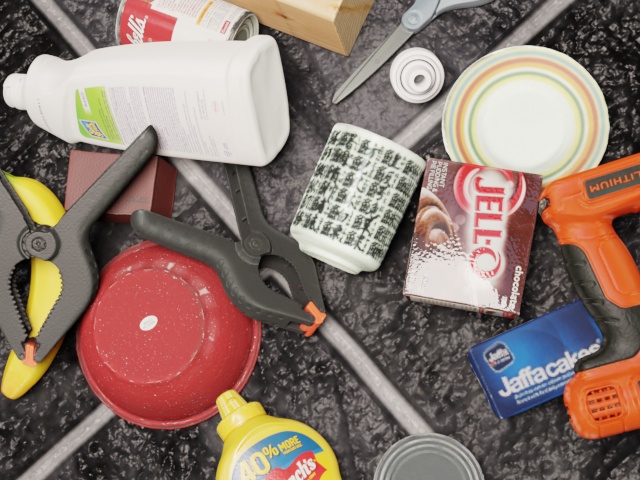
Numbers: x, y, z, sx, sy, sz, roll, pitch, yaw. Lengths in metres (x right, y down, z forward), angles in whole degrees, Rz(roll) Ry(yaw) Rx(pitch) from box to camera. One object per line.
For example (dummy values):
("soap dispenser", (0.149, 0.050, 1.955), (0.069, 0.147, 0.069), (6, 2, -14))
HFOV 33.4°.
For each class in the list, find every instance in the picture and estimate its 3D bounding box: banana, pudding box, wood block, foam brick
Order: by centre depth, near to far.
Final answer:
("pudding box", (0.118, -0.002, 0.825), (0.090, 0.039, 0.113), (9, 83, 12))
("banana", (-0.237, 0.033, 0.888), (0.069, 0.037, 0.198), (-4, 100, -14))
("wood block", (-0.058, -0.241, 0.890), (0.206, 0.090, 0.090), (23, 85, 12))
("foam brick", (-0.167, -0.043, 0.896), (0.078, 0.051, 0.053), (5, 82, 11))

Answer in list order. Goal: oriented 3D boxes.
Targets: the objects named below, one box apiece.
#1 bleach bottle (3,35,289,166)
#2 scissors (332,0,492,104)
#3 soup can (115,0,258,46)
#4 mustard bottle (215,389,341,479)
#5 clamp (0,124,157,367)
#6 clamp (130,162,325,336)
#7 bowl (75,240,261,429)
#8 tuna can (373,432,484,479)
("bleach bottle", (-0.153, -0.121, 0.874), (0.251, 0.102, 0.068), (8, 39, 23))
("scissors", (0.075, -0.204, 0.900), (0.202, 0.016, 0.096), (-30, 76, 4))
("soup can", (-0.111, -0.177, 0.900), (0.102, 0.068, 0.068), (22, 85, 12))
("mustard bottle", (-0.025, 0.196, 0.819), (0.096, 0.058, 0.192), (-27, 65, -20))
("clamp", (-0.210, -0.005, 0.844), (0.164, 0.036, 0.210), (0, 100, -4))
("clamp", (-0.056, 0.001, 0.867), (0.171, 0.039, 0.120), (41, 62, 0))
("bowl", (-0.132, 0.072, 0.869), (0.162, 0.055, 0.162), (-2, 80, 9))
("tuna can", (0.085, 0.192, 0.823), (0.086, 0.033, 0.086), (-2, 80, 9))
